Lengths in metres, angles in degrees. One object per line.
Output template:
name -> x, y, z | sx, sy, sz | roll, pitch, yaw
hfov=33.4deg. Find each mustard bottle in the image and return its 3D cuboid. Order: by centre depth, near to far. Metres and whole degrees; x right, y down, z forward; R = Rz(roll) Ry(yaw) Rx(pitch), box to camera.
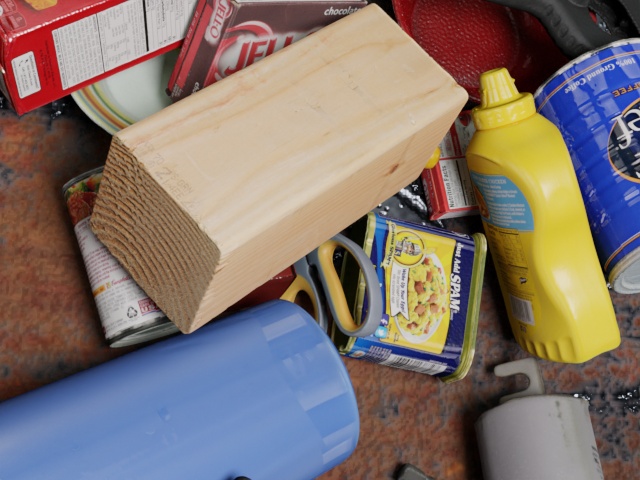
mustard bottle -> 0.138, -0.019, 0.702 | 0.058, 0.096, 0.191 | -21, 103, -11

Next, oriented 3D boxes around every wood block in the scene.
wood block -> -0.021, -0.047, 0.625 | 0.205, 0.091, 0.090 | -34, 74, -36

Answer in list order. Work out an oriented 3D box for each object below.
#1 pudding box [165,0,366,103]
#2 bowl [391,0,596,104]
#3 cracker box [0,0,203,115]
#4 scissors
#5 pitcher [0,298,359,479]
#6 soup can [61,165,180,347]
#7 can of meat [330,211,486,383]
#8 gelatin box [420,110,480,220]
pudding box -> -0.035, -0.124, 0.685 | 0.113, 0.090, 0.039 | -15, 55, -43
bowl -> 0.118, -0.164, 0.785 | 0.162, 0.055, 0.162 | 4, 75, -17
cracker box -> -0.137, -0.194, 0.676 | 0.213, 0.072, 0.164 | -29, 64, -21
scissors -> -0.018, -0.007, 0.714 | 0.016, 0.096, 0.202 | 12, 39, -43
pitcher -> -0.097, 0.134, 0.602 | 0.242, 0.145, 0.149 | -23, 117, -25
soup can -> -0.113, 0.008, 0.660 | 0.068, 0.069, 0.102 | -15, 81, -21
can of meat -> 0.058, 0.037, 0.713 | 0.084, 0.057, 0.102 | 13, 73, -13
gelatin box -> 0.115, -0.056, 0.770 | 0.089, 0.030, 0.073 | -8, 80, -19
